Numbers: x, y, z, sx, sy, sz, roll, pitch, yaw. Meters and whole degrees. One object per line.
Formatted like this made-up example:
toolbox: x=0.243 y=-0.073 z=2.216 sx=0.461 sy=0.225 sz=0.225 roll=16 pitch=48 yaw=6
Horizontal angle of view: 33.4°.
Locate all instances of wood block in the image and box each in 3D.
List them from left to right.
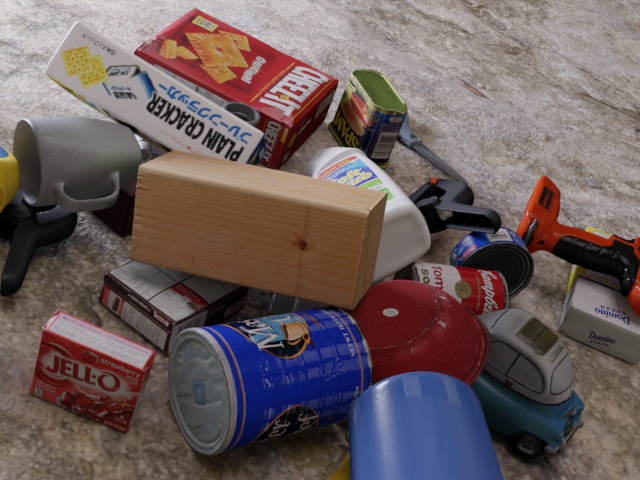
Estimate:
wood block: x=-0.055 y=-0.012 z=0.952 sx=0.206 sy=0.091 sz=0.090 roll=12 pitch=17 yaw=12

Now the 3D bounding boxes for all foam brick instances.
foam brick: x=-0.202 y=-0.051 z=1.077 sx=0.078 sy=0.051 sz=0.052 roll=38 pitch=39 yaw=24

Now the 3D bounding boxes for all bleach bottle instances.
bleach bottle: x=0.028 y=-0.042 z=1.146 sx=0.102 sy=0.068 sz=0.251 roll=-27 pitch=28 yaw=-5

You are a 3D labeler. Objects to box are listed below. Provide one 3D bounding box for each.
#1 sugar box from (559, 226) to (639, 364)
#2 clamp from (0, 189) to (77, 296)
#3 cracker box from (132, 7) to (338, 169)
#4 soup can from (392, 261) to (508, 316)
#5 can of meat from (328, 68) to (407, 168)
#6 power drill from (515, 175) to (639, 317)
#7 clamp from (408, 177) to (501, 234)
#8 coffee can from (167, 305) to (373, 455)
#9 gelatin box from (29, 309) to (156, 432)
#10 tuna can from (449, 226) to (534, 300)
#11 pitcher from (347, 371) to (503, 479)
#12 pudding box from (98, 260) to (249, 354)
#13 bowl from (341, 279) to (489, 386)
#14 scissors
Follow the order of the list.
sugar box: x=0.329 y=0.059 z=1.211 sx=0.093 sy=0.048 sz=0.176 roll=23 pitch=38 yaw=6
clamp: x=-0.293 y=-0.015 z=0.994 sx=0.120 sy=0.039 sz=0.171 roll=25 pitch=33 yaw=7
cracker box: x=-0.105 y=-0.191 z=1.301 sx=0.214 sy=0.072 sz=0.164 roll=27 pitch=35 yaw=7
soup can: x=0.130 y=0.058 z=1.087 sx=0.102 sy=0.069 sz=0.068 roll=8 pitch=37 yaw=-18
can of meat: x=0.060 y=-0.152 z=1.324 sx=0.057 sy=0.084 sz=0.102 roll=0 pitch=40 yaw=-28
power drill: x=0.320 y=-0.004 z=1.201 sx=0.188 sy=0.057 sz=0.184 roll=24 pitch=37 yaw=10
clamp: x=0.131 y=-0.028 z=1.174 sx=0.165 sy=0.036 sz=0.209 roll=-16 pitch=17 yaw=24
coffee can: x=-0.042 y=0.114 z=0.890 sx=0.140 sy=0.103 sz=0.103 roll=-7 pitch=43 yaw=-35
gelatin box: x=-0.183 y=0.106 z=0.853 sx=0.089 sy=0.073 sz=0.030 roll=22 pitch=34 yaw=2
tuna can: x=0.182 y=0.027 z=1.142 sx=0.086 sy=0.086 sz=0.034 roll=8 pitch=35 yaw=-18
pitcher: x=0.089 y=0.224 z=0.776 sx=0.145 sy=0.149 sz=0.243 roll=3 pitch=43 yaw=-8
pudding box: x=-0.134 y=0.047 z=0.991 sx=0.090 sy=0.039 sz=0.113 roll=33 pitch=33 yaw=22
bowl: x=0.067 y=0.085 z=0.960 sx=0.162 sy=0.055 sz=0.162 roll=-13 pitch=35 yaw=9
scissors: x=0.124 y=-0.139 z=1.399 sx=0.202 sy=0.016 sz=0.096 roll=33 pitch=36 yaw=16
